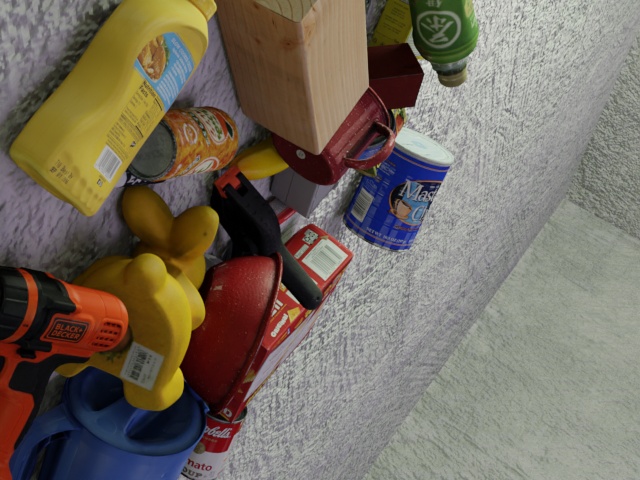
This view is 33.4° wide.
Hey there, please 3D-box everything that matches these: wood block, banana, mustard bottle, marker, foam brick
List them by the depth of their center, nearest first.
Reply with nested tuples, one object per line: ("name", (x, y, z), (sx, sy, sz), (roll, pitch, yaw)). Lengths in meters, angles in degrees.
("mustard bottle", (-0.130, -0.113, 0.734), (0.191, 0.058, 0.096), (-56, 163, -10))
("marker", (-0.152, -0.052, 0.851), (0.020, 0.020, 0.121), (-64, 164, 16))
("wood block", (-0.021, -0.172, 0.898), (0.090, 0.090, 0.206), (-54, 163, -17))
("banana", (-0.026, -0.119, 1.087), (0.197, 0.037, 0.069), (-55, 135, -25))
("foam brick", (0.065, -0.175, 1.155), (0.078, 0.053, 0.051), (-8, 144, -19))

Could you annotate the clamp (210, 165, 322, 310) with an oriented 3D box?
("clamp", (-0.057, 0.001, 1.051), (0.039, 0.120, 0.171), (-54, 150, -26))

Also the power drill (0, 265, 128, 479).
("power drill", (-0.242, 0.103, 0.752), (0.184, 0.057, 0.188), (20, 107, -53))

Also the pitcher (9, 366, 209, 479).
("pitcher", (-0.217, 0.235, 1.010), (0.145, 0.149, 0.243), (-75, -170, -61))

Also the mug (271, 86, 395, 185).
("mug", (0.016, -0.102, 1.024), (0.081, 0.117, 0.093), (-50, 151, -22))

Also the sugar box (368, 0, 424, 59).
("sugar box", (0.120, -0.289, 1.193), (0.093, 0.048, 0.176), (-21, 137, -60))

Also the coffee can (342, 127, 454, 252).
("coffee can", (0.104, -0.070, 1.436), (0.102, 0.103, 0.140), (-26, 144, -62))

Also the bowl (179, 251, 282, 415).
("bowl", (-0.093, 0.076, 0.986), (0.162, 0.055, 0.162), (-60, -165, 27))

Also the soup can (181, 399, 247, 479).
("soup can", (-0.140, 0.242, 1.335), (0.068, 0.068, 0.102), (-30, 148, -60))

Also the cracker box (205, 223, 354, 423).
("cracker box", (-0.060, 0.097, 1.227), (0.164, 0.072, 0.214), (-47, 172, -33))

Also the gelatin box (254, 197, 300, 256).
("gelatin box", (-0.058, -0.005, 1.200), (0.073, 0.030, 0.089), (-40, 158, -50))
